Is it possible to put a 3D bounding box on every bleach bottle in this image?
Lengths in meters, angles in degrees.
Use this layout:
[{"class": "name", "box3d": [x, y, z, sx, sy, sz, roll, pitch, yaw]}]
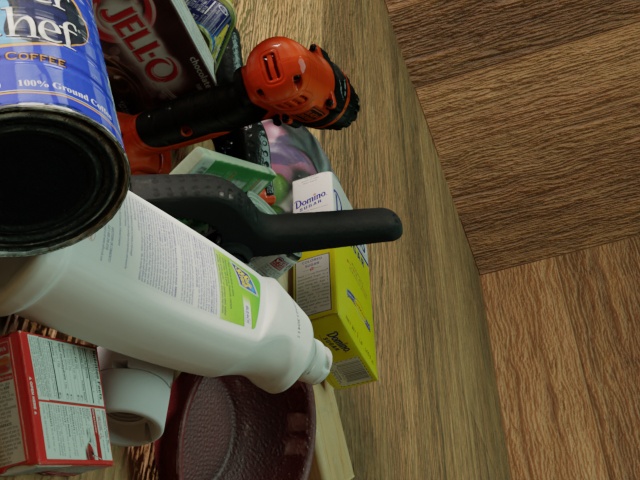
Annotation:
[{"class": "bleach bottle", "box3d": [-0.085, 0.041, 0.661, 0.250, 0.068, 0.102, 32, 38, -38]}]

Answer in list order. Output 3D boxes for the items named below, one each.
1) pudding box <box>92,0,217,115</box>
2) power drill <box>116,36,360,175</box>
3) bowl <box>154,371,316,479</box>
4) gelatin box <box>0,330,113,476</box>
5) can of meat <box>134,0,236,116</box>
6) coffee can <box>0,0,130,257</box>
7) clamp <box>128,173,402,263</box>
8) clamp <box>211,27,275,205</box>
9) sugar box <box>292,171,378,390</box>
[{"class": "pudding box", "box3d": [-0.139, -0.150, 0.798, 0.113, 0.090, 0.039, 61, 19, -48]}, {"class": "power drill", "box3d": [-0.070, -0.092, 0.804, 0.184, 0.188, 0.057, 13, 58, -74]}, {"class": "bowl", "box3d": [-0.069, 0.141, 0.768, 0.161, 0.055, 0.162, -1, 91, -57]}, {"class": "gelatin box", "box3d": [-0.153, 0.093, 0.599, 0.089, 0.030, 0.073, 36, 39, -70]}, {"class": "can of meat", "box3d": [-0.117, -0.151, 0.888, 0.084, 0.057, 0.102, -74, -171, -62]}, {"class": "coffee can", "box3d": [-0.159, -0.077, 0.544, 0.102, 0.103, 0.140, 58, 10, -52]}, {"class": "clamp", "box3d": [-0.055, 0.001, 0.732, 0.209, 0.165, 0.036, 32, 27, -39]}, {"class": "clamp", "box3d": [-0.081, -0.095, 0.959, 0.120, 0.039, 0.171, 118, -38, -59]}, {"class": "sugar box", "box3d": [0.012, 0.031, 0.914, 0.176, 0.048, 0.093, -89, 158, -45]}]
